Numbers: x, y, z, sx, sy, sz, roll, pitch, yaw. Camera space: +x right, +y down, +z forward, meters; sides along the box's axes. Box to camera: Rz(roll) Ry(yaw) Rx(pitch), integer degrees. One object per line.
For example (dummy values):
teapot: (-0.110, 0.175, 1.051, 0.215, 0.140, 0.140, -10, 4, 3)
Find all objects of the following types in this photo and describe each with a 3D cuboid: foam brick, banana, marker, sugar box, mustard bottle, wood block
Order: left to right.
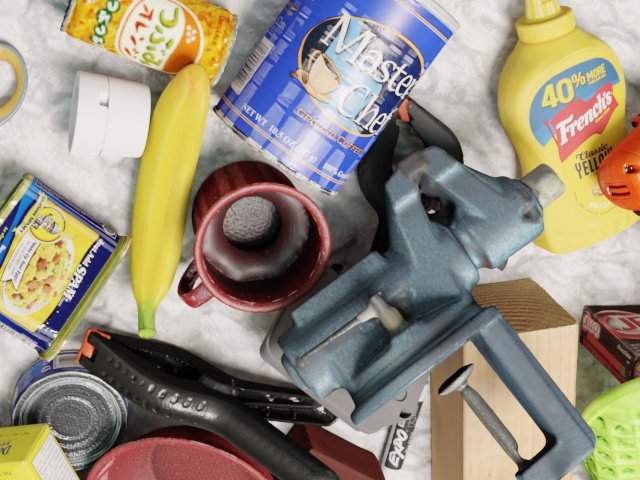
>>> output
sugar box: (-0.210, 0.216, 0.788, 0.093, 0.048, 0.176, -9, 119, 21)
banana: (-0.103, -0.033, 0.729, 0.037, 0.070, 0.198, 0, 117, -26)
foam brick: (0.005, 0.187, 0.847, 0.078, 0.051, 0.053, 30, 101, -21)
marker: (0.063, 0.167, 0.870, 0.020, 0.020, 0.121, 10, 108, -16)
wood block: (0.141, 0.146, 0.841, 0.090, 0.091, 0.206, -7, 111, -10)
mustard bottle: (0.179, -0.092, 0.777, 0.096, 0.058, 0.191, -25, 113, -13)

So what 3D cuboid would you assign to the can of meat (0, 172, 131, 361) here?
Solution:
can of meat: (-0.193, 0.017, 0.726, 0.084, 0.058, 0.102, 36, 75, -19)

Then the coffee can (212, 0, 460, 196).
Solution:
coffee can: (0.010, -0.115, 0.708, 0.102, 0.103, 0.140, 33, 100, -21)

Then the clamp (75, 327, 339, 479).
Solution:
clamp: (-0.074, 0.114, 0.779, 0.210, 0.164, 0.036, 24, 99, 4)

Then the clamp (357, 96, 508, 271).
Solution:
clamp: (0.081, -0.031, 0.791, 0.120, 0.039, 0.171, -13, 119, -15)

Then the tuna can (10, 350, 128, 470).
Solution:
tuna can: (-0.186, 0.127, 0.793, 0.086, 0.034, 0.086, -4, 111, -11)

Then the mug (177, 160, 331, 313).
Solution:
mug: (-0.055, 0.001, 0.748, 0.117, 0.081, 0.093, -45, 113, 6)

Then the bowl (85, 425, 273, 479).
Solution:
bowl: (-0.095, 0.193, 0.809, 0.162, 0.055, 0.162, 5, 123, 8)
